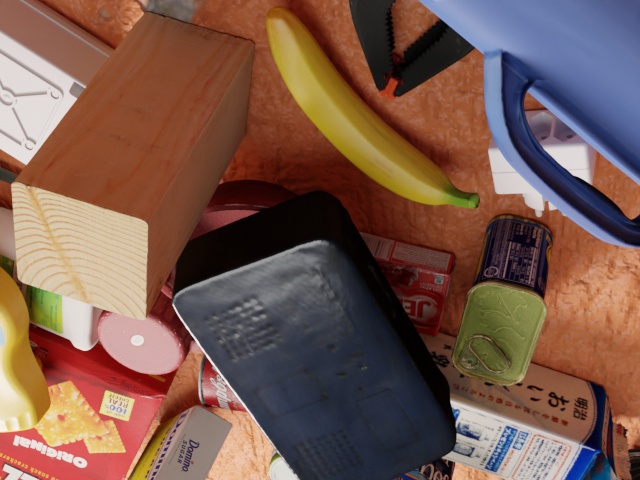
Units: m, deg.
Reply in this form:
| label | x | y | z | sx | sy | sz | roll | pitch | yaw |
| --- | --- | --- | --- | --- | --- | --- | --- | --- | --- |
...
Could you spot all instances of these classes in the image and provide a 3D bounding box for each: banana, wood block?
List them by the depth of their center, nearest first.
| label | x | y | z | sx | sy | sz | roll | pitch | yaw |
| --- | --- | --- | --- | --- | --- | --- | --- | --- | --- |
| wood block | -0.121 | -0.058 | 0.728 | 0.090 | 0.206 | 0.091 | 17 | 134 | 5 |
| banana | 0.029 | -0.087 | 0.758 | 0.197 | 0.037 | 0.070 | 41 | 147 | -12 |

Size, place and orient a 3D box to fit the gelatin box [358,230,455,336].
| label | x | y | z | sx | sy | sz | roll | pitch | yaw |
| --- | --- | --- | --- | --- | --- | --- | --- | --- | --- |
| gelatin box | 0.060 | 0.036 | 0.866 | 0.089 | 0.030 | 0.073 | 14 | 133 | 8 |

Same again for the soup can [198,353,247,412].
| label | x | y | z | sx | sy | sz | roll | pitch | yaw |
| --- | --- | --- | --- | --- | --- | --- | --- | --- | --- |
| soup can | -0.050 | 0.123 | 0.957 | 0.102 | 0.068 | 0.068 | 7 | 132 | 13 |

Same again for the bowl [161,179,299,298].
| label | x | y | z | sx | sy | sz | roll | pitch | yaw |
| --- | --- | --- | --- | --- | --- | --- | --- | --- | --- |
| bowl | -0.056 | 0.001 | 0.843 | 0.162 | 0.055 | 0.162 | 2 | 144 | 1 |

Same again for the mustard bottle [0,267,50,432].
| label | x | y | z | sx | sy | sz | roll | pitch | yaw |
| --- | --- | --- | --- | --- | --- | --- | --- | --- | --- |
| mustard bottle | -0.295 | 0.073 | 0.913 | 0.096 | 0.058 | 0.192 | 6 | 122 | 17 |

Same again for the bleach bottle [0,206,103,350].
| label | x | y | z | sx | sy | sz | roll | pitch | yaw |
| --- | --- | --- | --- | --- | --- | --- | --- | --- | --- |
| bleach bottle | -0.308 | 0.011 | 0.956 | 0.251 | 0.068 | 0.103 | 19 | 131 | 6 |

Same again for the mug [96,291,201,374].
| label | x | y | z | sx | sy | sz | roll | pitch | yaw |
| --- | --- | --- | --- | --- | --- | --- | --- | --- | --- |
| mug | -0.131 | 0.065 | 0.925 | 0.117 | 0.081 | 0.093 | 17 | 133 | 5 |

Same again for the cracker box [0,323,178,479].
| label | x | y | z | sx | sy | sz | roll | pitch | yaw |
| --- | --- | --- | --- | --- | --- | --- | --- | --- | --- |
| cracker box | -0.253 | 0.175 | 1.037 | 0.164 | 0.072 | 0.214 | 27 | 116 | -5 |

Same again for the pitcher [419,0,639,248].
| label | x | y | z | sx | sy | sz | roll | pitch | yaw |
| --- | --- | --- | --- | --- | --- | --- | --- | --- | --- |
| pitcher | 0.151 | -0.118 | 0.592 | 0.242 | 0.149 | 0.145 | 31 | 130 | -20 |

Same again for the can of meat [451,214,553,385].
| label | x | y | z | sx | sy | sz | roll | pitch | yaw |
| --- | --- | --- | --- | --- | --- | --- | --- | --- | --- |
| can of meat | 0.139 | 0.044 | 0.807 | 0.057 | 0.083 | 0.102 | 14 | 133 | 8 |

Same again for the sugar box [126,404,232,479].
| label | x | y | z | sx | sy | sz | roll | pitch | yaw |
| --- | --- | --- | --- | --- | --- | --- | --- | --- | --- |
| sugar box | -0.142 | 0.213 | 1.010 | 0.048 | 0.093 | 0.176 | 30 | 156 | -7 |

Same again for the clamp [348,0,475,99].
| label | x | y | z | sx | sy | sz | roll | pitch | yaw |
| --- | --- | --- | --- | --- | --- | --- | --- | --- | --- |
| clamp | 0.065 | -0.178 | 0.666 | 0.164 | 0.036 | 0.210 | 21 | 136 | -11 |
